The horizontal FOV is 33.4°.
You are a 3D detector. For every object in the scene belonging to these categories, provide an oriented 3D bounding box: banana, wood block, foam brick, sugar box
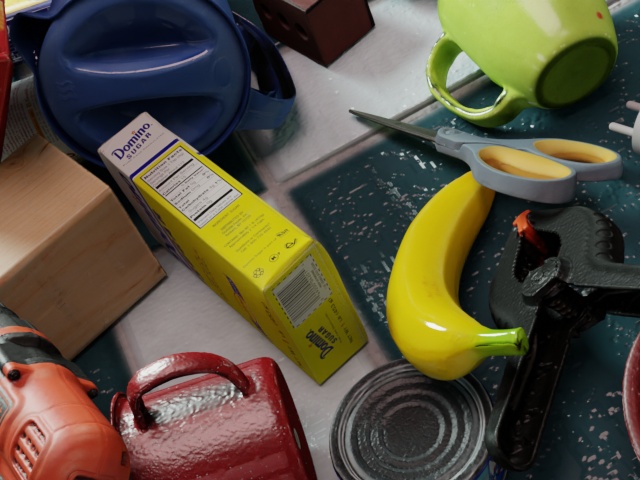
[{"bbox_3d":[0.068,0.019,0.561,0.070,0.037,0.197,-16,26,11],"label":"banana"},{"bbox_3d":[-0.210,0.045,0.647,0.206,0.090,0.091,-43,49,-16],"label":"wood block"},{"bbox_3d":[-0.009,-0.173,0.774,0.051,0.053,0.078,-41,48,-14],"label":"foam brick"},{"bbox_3d":[-0.054,0.001,0.617,0.048,0.093,0.176,-43,48,-16],"label":"sugar box"}]

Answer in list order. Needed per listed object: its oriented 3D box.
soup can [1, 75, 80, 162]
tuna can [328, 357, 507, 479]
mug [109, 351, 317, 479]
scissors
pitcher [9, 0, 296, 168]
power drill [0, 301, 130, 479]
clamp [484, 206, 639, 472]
[{"bbox_3d":[-0.214,-0.082,0.773,0.102,0.068,0.068,-19,47,6],"label":"soup can"},{"bbox_3d":[0.048,0.100,0.528,0.086,0.033,0.086,-12,48,13],"label":"tuna can"},{"bbox_3d":[-0.052,0.098,0.520,0.081,0.117,0.093,-19,35,0],"label":"mug"},{"bbox_3d":[0.101,-0.060,0.649,0.096,0.016,0.202,-7,22,-22],"label":"scissors"},{"bbox_3d":[-0.116,-0.158,0.751,0.145,0.149,0.243,-23,35,6],"label":"pitcher"},{"bbox_3d":[-0.176,0.132,0.521,0.185,0.057,0.188,32,99,52],"label":"power drill"},{"bbox_3d":[0.113,0.037,0.520,0.120,0.039,0.171,-41,15,8],"label":"clamp"}]
